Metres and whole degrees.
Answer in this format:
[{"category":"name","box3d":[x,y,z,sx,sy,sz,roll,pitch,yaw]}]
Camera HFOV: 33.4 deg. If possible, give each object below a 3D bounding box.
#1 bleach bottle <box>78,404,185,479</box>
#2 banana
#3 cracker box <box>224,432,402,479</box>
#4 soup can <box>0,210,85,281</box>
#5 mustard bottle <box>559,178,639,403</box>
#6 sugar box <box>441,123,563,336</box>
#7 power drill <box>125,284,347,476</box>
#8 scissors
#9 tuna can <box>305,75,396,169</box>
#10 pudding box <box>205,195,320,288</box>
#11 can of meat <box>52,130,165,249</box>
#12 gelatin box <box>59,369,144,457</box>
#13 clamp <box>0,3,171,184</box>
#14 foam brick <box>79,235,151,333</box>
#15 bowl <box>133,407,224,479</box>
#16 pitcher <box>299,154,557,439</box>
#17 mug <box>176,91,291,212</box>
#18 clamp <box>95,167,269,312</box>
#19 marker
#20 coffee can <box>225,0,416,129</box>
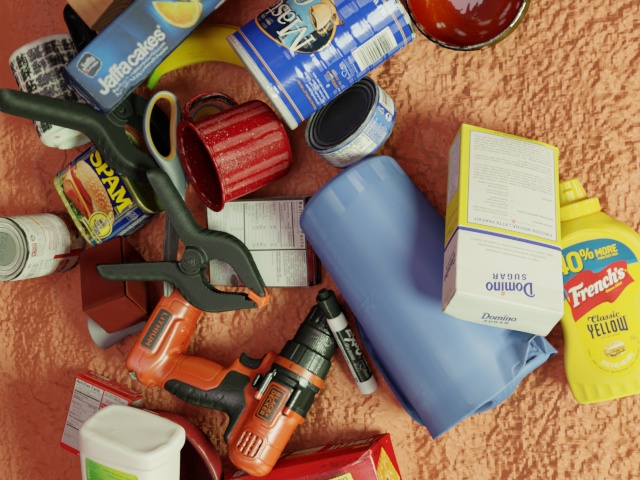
[{"category":"bleach bottle","box3d":[-0.184,0.290,1.061,0.103,0.068,0.251,15,118,26]},{"category":"banana","box3d":[-0.084,-0.179,1.057,0.198,0.037,0.070,8,116,22]},{"category":"cracker box","box3d":[0.013,0.310,1.035,0.164,0.072,0.214,-16,89,23]},{"category":"soup can","box3d":[-0.304,0.005,1.121,0.069,0.102,0.068,2,95,21]},{"category":"mustard bottle","box3d":[0.243,0.039,0.930,0.096,0.058,0.191,-17,88,21]},{"category":"sugar box","box3d":[0.153,-0.011,0.900,0.093,0.048,0.176,12,57,-6]},{"category":"power drill","box3d":[-0.084,0.113,1.049,0.188,0.057,0.184,24,77,25]},{"category":"scissors","box3d":[-0.129,-0.051,1.067,0.016,0.096,0.202,8,109,63]},{"category":"tuna can","box3d":[0.028,-0.109,0.992,0.086,0.033,0.086,-30,40,28]},{"category":"pudding box","box3d":[-0.057,0.001,1.057,0.114,0.039,0.090,-1,93,20]},{"category":"can of meat","box3d":[-0.218,-0.052,1.107,0.084,0.057,0.102,-34,81,23]},{"category":"gelatin box","box3d":[-0.235,0.194,1.147,0.073,0.030,0.089,20,101,20]},{"category":"clamp","box3d":[-0.209,-0.134,1.066,0.209,0.164,0.036,37,138,-24]},{"category":"foam brick","box3d":[-0.209,0.046,1.088,0.051,0.053,0.078,-21,51,11]},{"category":"bowl","box3d":[-0.155,0.233,1.093,0.162,0.055,0.162,11,114,25]},{"category":"pitcher","box3d":[0.084,0.052,0.966,0.149,0.145,0.243,-37,77,7]},{"category":"mug","box3d":[-0.087,-0.094,1.025,0.081,0.093,0.117,-25,69,-22]},{"category":"clamp","box3d":[-0.122,0.007,1.027,0.171,0.039,0.120,21,103,4]},{"category":"marker","box3d":[0.025,0.095,1.011,0.020,0.020,0.121,-14,119,22]},{"category":"coffee can","box3d":[0.000,-0.182,0.964,0.140,0.103,0.103,-36,81,1]}]
